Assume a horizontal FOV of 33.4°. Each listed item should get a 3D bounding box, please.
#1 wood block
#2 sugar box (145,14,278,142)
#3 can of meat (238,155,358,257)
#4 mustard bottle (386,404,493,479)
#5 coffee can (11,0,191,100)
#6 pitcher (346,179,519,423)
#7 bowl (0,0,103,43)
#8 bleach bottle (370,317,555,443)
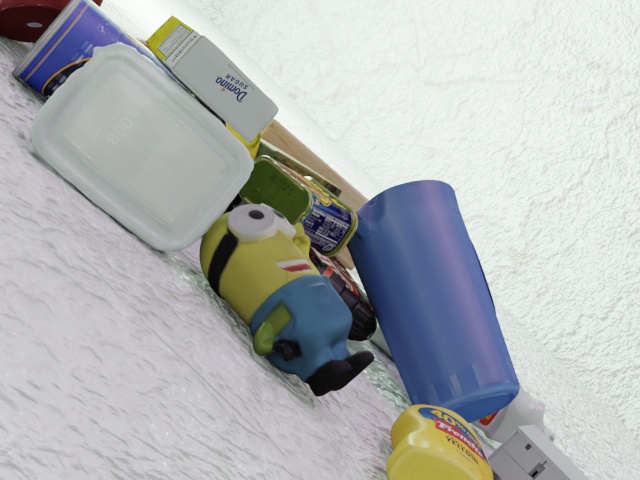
[{"bbox_3d":[-0.019,-0.061,1.419,0.206,0.090,0.091,40,-6,-14],"label":"wood block"},{"bbox_3d":[-0.098,-0.146,0.940,0.093,0.048,0.176,42,-1,-24],"label":"sugar box"},{"bbox_3d":[-0.025,-0.036,1.087,0.102,0.057,0.083,40,9,36],"label":"can of meat"},{"bbox_3d":[0.102,0.184,0.895,0.096,0.058,0.191,37,8,0],"label":"mustard bottle"},{"bbox_3d":[-0.209,-0.156,1.030,0.140,0.103,0.103,40,9,-18],"label":"coffee can"},{"bbox_3d":[0.125,0.068,1.126,0.145,0.149,0.243,86,-14,-65],"label":"pitcher"},{"bbox_3d":[-0.290,-0.244,1.085,0.162,0.162,0.055,24,58,-65],"label":"bowl"},{"bbox_3d":[0.180,0.154,1.253,0.251,0.103,0.068,40,20,-6],"label":"bleach bottle"}]
